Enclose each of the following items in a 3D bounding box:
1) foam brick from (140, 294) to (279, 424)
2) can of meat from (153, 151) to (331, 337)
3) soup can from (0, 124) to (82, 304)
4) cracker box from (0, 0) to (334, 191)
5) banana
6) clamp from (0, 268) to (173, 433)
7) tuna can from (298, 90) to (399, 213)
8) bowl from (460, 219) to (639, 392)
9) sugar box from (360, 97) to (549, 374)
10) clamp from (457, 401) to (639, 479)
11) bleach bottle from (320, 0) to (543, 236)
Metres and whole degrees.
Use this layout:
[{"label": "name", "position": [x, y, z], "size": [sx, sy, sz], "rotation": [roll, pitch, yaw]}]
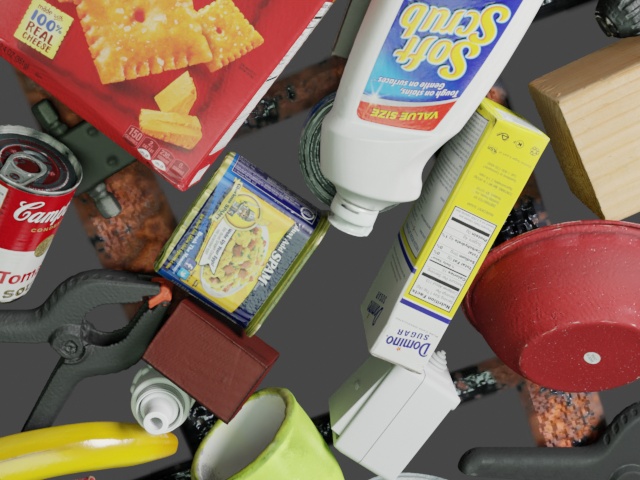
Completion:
[{"label": "foam brick", "position": [-0.077, 0.081, 0.749], "size": [0.078, 0.053, 0.051], "rotation": [37, 99, 4]}, {"label": "can of meat", "position": [-0.055, 0.001, 0.734], "size": [0.084, 0.057, 0.102], "rotation": [33, 102, -8]}, {"label": "soup can", "position": [-0.208, -0.016, 0.706], "size": [0.068, 0.068, 0.102], "rotation": [27, 120, -9]}, {"label": "cracker box", "position": [-0.083, -0.162, 0.654], "size": [0.164, 0.072, 0.214], "rotation": [38, 104, -4]}, {"label": "banana", "position": [-0.203, 0.159, 0.767], "size": [0.197, 0.069, 0.037], "rotation": [-14, 66, -5]}, {"label": "clamp", "position": [-0.178, 0.080, 0.764], "size": [0.171, 0.039, 0.120], "rotation": [-18, 118, 6]}, {"label": "tuna can", "position": [0.028, -0.062, 0.730], "size": [0.086, 0.034, 0.086], "rotation": [0, 106, -1]}, {"label": "bowl", "position": [0.176, 0.056, 0.715], "size": [0.162, 0.055, 0.162], "rotation": [1, 143, 1]}, {"label": "sugar box", "position": [0.085, -0.007, 0.717], "size": [0.048, 0.093, 0.176], "rotation": [22, 105, -8]}, {"label": "clamp", "position": [0.220, 0.174, 0.803], "size": [0.210, 0.036, 0.164], "rotation": [-39, 103, 11]}, {"label": "bleach bottle", "position": [0.073, -0.115, 0.662], "size": [0.102, 0.068, 0.251], "rotation": [21, 109, -7]}]
